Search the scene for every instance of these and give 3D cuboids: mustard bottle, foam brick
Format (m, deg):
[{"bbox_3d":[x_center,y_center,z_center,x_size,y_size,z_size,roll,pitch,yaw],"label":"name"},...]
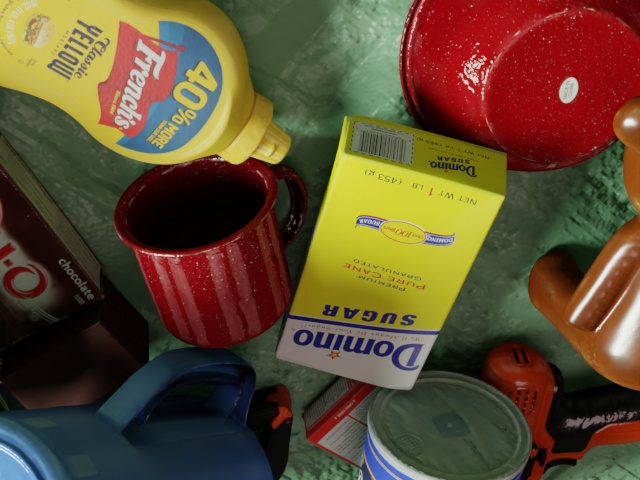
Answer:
[{"bbox_3d":[-0.097,-0.093,0.559,0.191,0.058,0.096,29,117,-25],"label":"mustard bottle"},{"bbox_3d":[-0.152,0.069,0.664,0.078,0.053,0.051,-30,123,11],"label":"foam brick"}]

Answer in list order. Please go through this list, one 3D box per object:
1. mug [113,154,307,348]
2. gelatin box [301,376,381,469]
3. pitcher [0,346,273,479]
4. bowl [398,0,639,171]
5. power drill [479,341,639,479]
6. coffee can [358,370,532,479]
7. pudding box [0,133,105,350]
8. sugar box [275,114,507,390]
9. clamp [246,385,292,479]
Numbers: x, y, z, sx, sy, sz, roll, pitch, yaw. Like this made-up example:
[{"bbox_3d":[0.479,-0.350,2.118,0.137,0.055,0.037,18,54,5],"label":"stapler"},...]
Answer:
[{"bbox_3d":[-0.054,0.001,0.620,0.117,0.093,0.081,-38,136,-27],"label":"mug"},{"bbox_3d":[0.044,0.125,0.745,0.089,0.030,0.073,33,113,-28],"label":"gelatin box"},{"bbox_3d":[-0.121,0.142,0.600,0.145,0.149,0.242,-15,167,14],"label":"pitcher"},{"bbox_3d":[0.127,-0.096,0.592,0.162,0.055,0.162,-4,125,-6],"label":"bowl"},{"bbox_3d":[0.191,0.155,0.770,0.187,0.057,0.184,0,124,-9],"label":"power drill"},{"bbox_3d":[0.073,0.171,0.698,0.102,0.103,0.140,1,123,-9],"label":"coffee can"},{"bbox_3d":[-0.193,0.005,0.623,0.090,0.039,0.113,-26,123,9],"label":"pudding box"},{"bbox_3d":[0.037,0.014,0.630,0.093,0.048,0.176,15,131,-3],"label":"sugar box"},{"bbox_3d":[-0.074,0.172,0.754,0.172,0.039,0.120,-36,123,15],"label":"clamp"}]
